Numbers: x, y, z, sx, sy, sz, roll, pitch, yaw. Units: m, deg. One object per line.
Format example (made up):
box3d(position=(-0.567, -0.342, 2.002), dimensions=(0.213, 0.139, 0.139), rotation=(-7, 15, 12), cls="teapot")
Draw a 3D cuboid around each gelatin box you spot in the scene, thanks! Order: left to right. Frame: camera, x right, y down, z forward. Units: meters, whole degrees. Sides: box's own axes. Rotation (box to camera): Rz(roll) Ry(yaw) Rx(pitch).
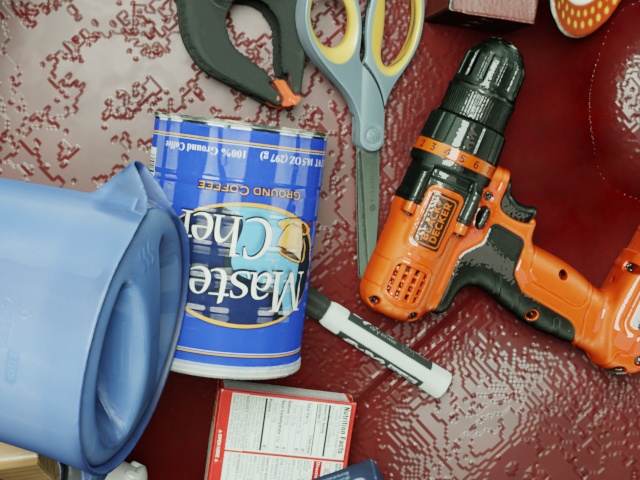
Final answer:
box3d(position=(-0.026, 0.130, 0.678), dimensions=(0.089, 0.030, 0.073), rotation=(7, 95, -9), cls="gelatin box")

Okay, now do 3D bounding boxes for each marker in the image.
box3d(position=(0.030, 0.062, 0.681), dimensions=(0.121, 0.020, 0.020), rotation=(33, 92, -8), cls="marker")

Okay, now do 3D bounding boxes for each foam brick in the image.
box3d(position=(0.097, -0.154, 0.634), dimensions=(0.053, 0.078, 0.051), rotation=(8, 96, -4), cls="foam brick")

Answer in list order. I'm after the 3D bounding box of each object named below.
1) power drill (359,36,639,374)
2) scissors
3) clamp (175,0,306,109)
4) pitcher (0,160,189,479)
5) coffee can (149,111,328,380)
box3d(position=(0.138, -0.012, 0.666), dimensions=(0.187, 0.057, 0.184), rotation=(24, 95, -5), cls="power drill")
box3d(position=(0.015, -0.076, 0.652), dimensions=(0.096, 0.016, 0.202), rotation=(10, 96, -32), cls="scissors")
box3d(position=(-0.067, -0.154, 0.637), dimensions=(0.120, 0.039, 0.171), rotation=(-19, 94, -4), cls="clamp")
box3d(position=(-0.198, 0.033, 0.531), dimensions=(0.243, 0.149, 0.145), rotation=(12, 139, 10), cls="pitcher")
box3d(position=(-0.054, 0.001, 0.624), dimensions=(0.102, 0.103, 0.140), rotation=(7, 95, -6), cls="coffee can")
